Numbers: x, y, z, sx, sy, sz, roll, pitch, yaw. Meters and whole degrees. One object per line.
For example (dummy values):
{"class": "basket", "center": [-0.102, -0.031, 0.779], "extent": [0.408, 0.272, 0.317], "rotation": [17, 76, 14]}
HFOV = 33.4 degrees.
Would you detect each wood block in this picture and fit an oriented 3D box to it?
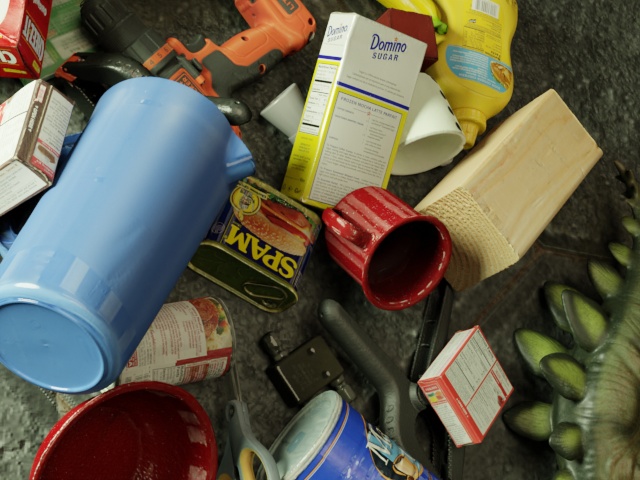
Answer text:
{"class": "wood block", "center": [0.182, -0.052, 1.049], "extent": [0.090, 0.091, 0.205], "rotation": [50, 48, -4]}

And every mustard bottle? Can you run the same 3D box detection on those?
{"class": "mustard bottle", "center": [0.157, -0.183, 1.121], "extent": [0.096, 0.058, 0.191], "rotation": [17, 64, -21]}

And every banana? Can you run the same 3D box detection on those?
{"class": "banana", "center": [0.054, -0.277, 1.100], "extent": [0.198, 0.069, 0.037], "rotation": [36, 91, -1]}

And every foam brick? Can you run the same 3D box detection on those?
{"class": "foam brick", "center": [0.074, -0.190, 1.067], "extent": [0.052, 0.078, 0.051], "rotation": [5, 70, -27]}

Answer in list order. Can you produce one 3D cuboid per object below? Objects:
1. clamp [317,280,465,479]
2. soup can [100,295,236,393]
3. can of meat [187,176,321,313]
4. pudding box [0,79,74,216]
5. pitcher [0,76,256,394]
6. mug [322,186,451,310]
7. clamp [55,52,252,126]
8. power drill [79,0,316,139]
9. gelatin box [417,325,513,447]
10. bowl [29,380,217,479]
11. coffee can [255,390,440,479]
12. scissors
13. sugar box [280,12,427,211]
{"class": "clamp", "center": [0.076, 0.137, 0.962], "extent": [0.164, 0.036, 0.210], "rotation": [2, 72, -38]}
{"class": "soup can", "center": [-0.128, 0.085, 0.858], "extent": [0.102, 0.069, 0.068], "rotation": [-8, 75, -30]}
{"class": "can of meat", "center": [-0.056, 0.001, 0.937], "extent": [0.102, 0.058, 0.084], "rotation": [31, 57, -16]}
{"class": "pudding box", "center": [-0.244, -0.061, 0.812], "extent": [0.039, 0.114, 0.090], "rotation": [37, 39, -35]}
{"class": "pitcher", "center": [-0.166, -0.006, 0.807], "extent": [0.145, 0.149, 0.242], "rotation": [40, 41, -16]}
{"class": "mug", "center": [0.047, 0.000, 0.943], "extent": [0.117, 0.082, 0.093], "rotation": [21, 104, -40]}
{"class": "clamp", "center": [-0.140, -0.112, 0.902], "extent": [0.171, 0.120, 0.039], "rotation": [36, 37, -9]}
{"class": "power drill", "center": [-0.105, -0.186, 0.977], "extent": [0.184, 0.057, 0.187], "rotation": [49, 59, -13]}
{"class": "gelatin box", "center": [0.133, 0.132, 0.970], "extent": [0.073, 0.030, 0.089], "rotation": [58, 41, -11]}
{"class": "bowl", "center": [-0.156, 0.174, 0.792], "extent": [0.161, 0.055, 0.162], "rotation": [-14, 110, -41]}
{"class": "coffee can", "center": [0.031, 0.206, 0.877], "extent": [0.140, 0.103, 0.102], "rotation": [41, 57, -10]}
{"class": "scissors", "center": [-0.076, 0.160, 0.878], "extent": [0.016, 0.096, 0.202], "rotation": [15, 33, -34]}
{"class": "sugar box", "center": [0.030, -0.111, 0.980], "extent": [0.093, 0.048, 0.176], "rotation": [15, 90, -37]}
